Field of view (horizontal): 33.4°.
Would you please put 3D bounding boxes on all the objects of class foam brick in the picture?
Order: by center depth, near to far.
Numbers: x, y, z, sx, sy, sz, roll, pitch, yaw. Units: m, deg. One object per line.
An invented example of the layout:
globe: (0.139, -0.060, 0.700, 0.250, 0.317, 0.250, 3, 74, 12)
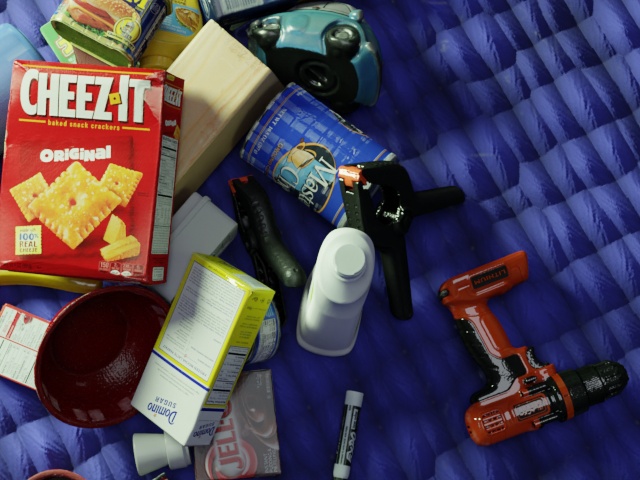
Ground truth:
foam brick: (-0.241, -0.197, 1.175, 0.053, 0.078, 0.051, -20, 78, -10)

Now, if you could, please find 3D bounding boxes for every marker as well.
marker: (0.027, 0.222, 1.144, 0.020, 0.020, 0.121, 10, 77, -1)

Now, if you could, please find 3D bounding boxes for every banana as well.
banana: (-0.336, 0.042, 1.151, 0.197, 0.037, 0.069, -9, 60, -9)

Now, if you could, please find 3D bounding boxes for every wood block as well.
wood block: (-0.144, -0.123, 1.151, 0.090, 0.090, 0.206, 41, 93, 7)

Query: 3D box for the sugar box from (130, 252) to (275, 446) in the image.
sugar box: (-0.121, 0.111, 1.090, 0.093, 0.048, 0.176, 29, 101, 36)

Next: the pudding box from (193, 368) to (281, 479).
pudding box: (-0.091, 0.197, 1.133, 0.090, 0.039, 0.113, -6, 78, -3)

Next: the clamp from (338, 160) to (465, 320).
clamp: (0.084, -0.030, 1.129, 0.036, 0.209, 0.164, 15, 67, 38)

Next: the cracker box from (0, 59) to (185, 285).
cracker box: (-0.233, -0.068, 1.076, 0.164, 0.072, 0.214, 5, 91, 9)

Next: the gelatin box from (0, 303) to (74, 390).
gelatin box: (-0.312, 0.118, 1.144, 0.089, 0.030, 0.073, 22, 79, 2)

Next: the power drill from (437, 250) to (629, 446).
power drill: (0.221, 0.110, 1.158, 0.184, 0.057, 0.188, -19, 79, -7)

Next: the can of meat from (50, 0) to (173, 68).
can of meat: (-0.219, -0.236, 1.118, 0.102, 0.057, 0.084, 28, 74, 1)

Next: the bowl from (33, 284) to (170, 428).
bowl: (-0.230, 0.112, 1.112, 0.162, 0.162, 0.055, -46, 40, -11)

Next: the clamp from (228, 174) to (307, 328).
clamp: (-0.057, 0.001, 1.141, 0.039, 0.120, 0.171, -13, 75, -27)

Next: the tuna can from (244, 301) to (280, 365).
tuna can: (-0.081, 0.089, 1.131, 0.033, 0.086, 0.086, -8, 76, -40)

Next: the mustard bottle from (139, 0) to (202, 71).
mustard bottle: (-0.181, -0.257, 1.206, 0.096, 0.058, 0.191, 8, 71, -23)

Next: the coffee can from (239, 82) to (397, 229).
coffee can: (-0.002, -0.091, 1.167, 0.140, 0.103, 0.102, 36, 78, 5)

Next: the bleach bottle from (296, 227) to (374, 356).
bleach bottle: (0.017, 0.051, 1.061, 0.068, 0.251, 0.102, 11, 77, -1)
